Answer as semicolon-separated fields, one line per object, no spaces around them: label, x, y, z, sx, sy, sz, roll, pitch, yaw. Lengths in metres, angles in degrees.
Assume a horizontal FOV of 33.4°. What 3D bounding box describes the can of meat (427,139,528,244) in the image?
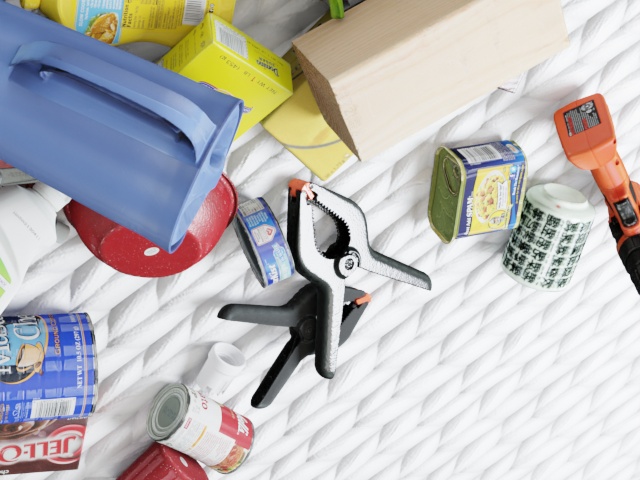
can of meat;0.166;-0.053;1.120;0.083;0.057;0.102;-10;125;-20

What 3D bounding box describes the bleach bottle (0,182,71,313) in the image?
bleach bottle;-0.308;0.045;0.909;0.250;0.068;0.102;-46;132;-14

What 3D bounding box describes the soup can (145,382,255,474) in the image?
soup can;-0.130;0.203;1.154;0.068;0.068;0.102;-47;126;10

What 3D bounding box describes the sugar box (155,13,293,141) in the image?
sugar box;-0.117;-0.112;0.927;0.093;0.048;0.176;29;127;-35

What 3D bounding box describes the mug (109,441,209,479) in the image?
mug;-0.171;0.273;1.177;0.081;0.093;0.117;-44;159;2

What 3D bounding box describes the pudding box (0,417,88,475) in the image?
pudding box;-0.298;0.195;1.092;0.113;0.039;0.090;2;121;-24

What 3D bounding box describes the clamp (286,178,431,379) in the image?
clamp;0.016;0.031;1.098;0.164;0.036;0.210;-46;122;-17

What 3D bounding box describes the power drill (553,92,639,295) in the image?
power drill;0.311;-0.047;1.120;0.057;0.184;0.187;-23;123;17

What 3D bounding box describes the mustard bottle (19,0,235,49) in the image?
mustard bottle;-0.167;-0.205;0.873;0.191;0.058;0.096;-1;126;-23

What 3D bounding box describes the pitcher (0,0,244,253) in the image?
pitcher;-0.189;-0.102;0.826;0.243;0.145;0.149;25;118;-1

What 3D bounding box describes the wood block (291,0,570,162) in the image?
wood block;0.093;-0.166;0.906;0.206;0.091;0.090;-30;128;-5

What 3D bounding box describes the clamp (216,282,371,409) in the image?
clamp;-0.027;0.086;1.127;0.171;0.039;0.120;-36;119;-21

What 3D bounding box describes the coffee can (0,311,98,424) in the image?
coffee can;-0.290;0.121;1.007;0.140;0.103;0.103;-1;122;-23

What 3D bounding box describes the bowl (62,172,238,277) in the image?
bowl;-0.154;-0.013;0.969;0.162;0.055;0.162;-4;146;-3

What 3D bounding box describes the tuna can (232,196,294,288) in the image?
tuna can;-0.057;0.001;1.040;0.033;0.086;0.086;-23;128;-10
